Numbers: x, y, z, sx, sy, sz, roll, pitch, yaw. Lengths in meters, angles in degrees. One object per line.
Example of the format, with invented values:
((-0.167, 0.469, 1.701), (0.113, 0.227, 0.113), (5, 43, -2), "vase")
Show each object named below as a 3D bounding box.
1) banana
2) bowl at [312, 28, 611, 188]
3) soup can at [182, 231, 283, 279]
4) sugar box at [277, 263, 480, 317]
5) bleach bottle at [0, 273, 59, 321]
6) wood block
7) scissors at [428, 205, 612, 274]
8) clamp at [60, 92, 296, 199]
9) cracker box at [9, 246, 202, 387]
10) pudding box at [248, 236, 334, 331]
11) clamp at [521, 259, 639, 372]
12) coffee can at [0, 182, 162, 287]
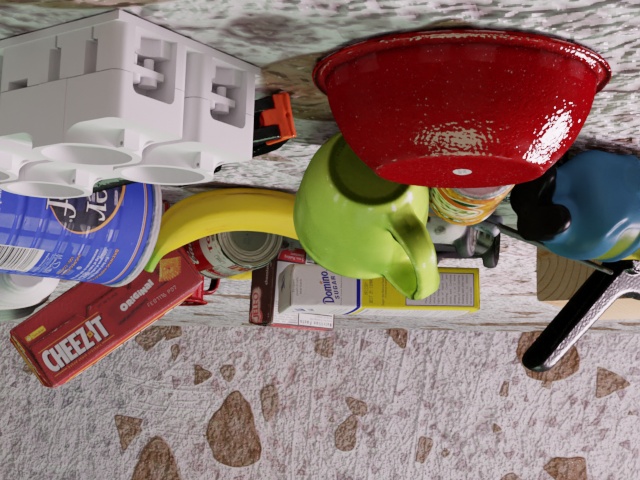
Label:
((-0.059, -0.014, 0.936), (0.197, 0.070, 0.037), (-3, -147, -11), "banana")
((0.075, -0.063, 0.581), (0.162, 0.055, 0.162), (2, 172, 0), "bowl")
((-0.083, -0.002, 1.007), (0.068, 0.068, 0.102), (5, 171, -23), "soup can")
((0.052, 0.047, 0.999), (0.176, 0.048, 0.093), (4, 171, -9), "sugar box")
((-0.277, 0.035, 0.946), (0.102, 0.068, 0.251), (-4, 176, -27), "bleach bottle")
((0.279, 0.023, 1.015), (0.091, 0.090, 0.205), (-3, 170, 29), "wood block")
((0.111, -0.022, 0.782), (0.202, 0.016, 0.096), (20, 171, 31), "scissors")
((-0.089, -0.056, 0.672), (0.120, 0.039, 0.172), (-19, 180, -40), "clamp")
((-0.211, 0.069, 1.021), (0.164, 0.072, 0.214), (-37, -175, -17), "cracker box")
((-0.025, 0.033, 1.077), (0.039, 0.113, 0.089), (-1, 172, 44), "pudding box")
((0.242, 0.019, 0.862), (0.209, 0.164, 0.036), (-4, -163, -29), "clamp")
((-0.197, -0.025, 0.745), (0.140, 0.103, 0.103), (9, 169, -42), "coffee can")
